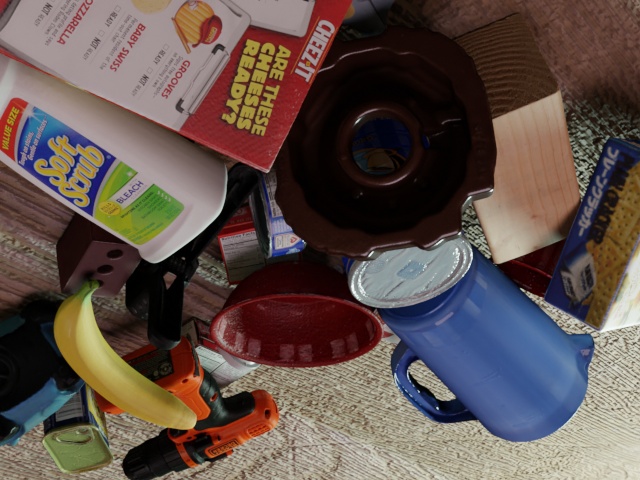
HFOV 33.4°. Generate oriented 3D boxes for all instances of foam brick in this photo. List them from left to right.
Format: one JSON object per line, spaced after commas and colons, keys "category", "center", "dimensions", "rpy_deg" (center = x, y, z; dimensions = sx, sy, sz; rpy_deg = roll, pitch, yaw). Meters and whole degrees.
{"category": "foam brick", "center": [-0.188, 0.005, 0.919], "dimensions": [0.052, 0.051, 0.078], "rpy_deg": [9, 138, -32]}

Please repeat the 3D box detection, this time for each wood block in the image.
{"category": "wood block", "center": [0.159, -0.079, 0.907], "dimensions": [0.090, 0.091, 0.206], "rpy_deg": [-21, 145, 7]}

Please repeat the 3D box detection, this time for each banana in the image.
{"category": "banana", "center": [-0.184, 0.113, 0.958], "dimensions": [0.070, 0.037, 0.197], "rpy_deg": [-7, 133, 27]}

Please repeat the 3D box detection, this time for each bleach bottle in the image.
{"category": "bleach bottle", "center": [-0.192, -0.076, 0.777], "dimensions": [0.250, 0.068, 0.103], "rpy_deg": [31, 132, -32]}

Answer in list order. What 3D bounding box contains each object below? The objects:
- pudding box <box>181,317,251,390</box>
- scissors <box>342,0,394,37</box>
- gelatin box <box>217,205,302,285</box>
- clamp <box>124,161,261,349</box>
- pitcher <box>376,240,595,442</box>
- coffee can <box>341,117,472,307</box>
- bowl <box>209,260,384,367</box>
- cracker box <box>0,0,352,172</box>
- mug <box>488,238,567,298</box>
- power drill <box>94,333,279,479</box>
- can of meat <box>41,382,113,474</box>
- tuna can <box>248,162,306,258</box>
{"category": "pudding box", "center": [-0.141, 0.134, 1.129], "dimensions": [0.114, 0.039, 0.089], "rpy_deg": [-35, 139, 21]}
{"category": "scissors", "center": [0.055, -0.169, 0.806], "dimensions": [0.096, 0.016, 0.201], "rpy_deg": [-32, 142, 24]}
{"category": "gelatin box", "center": [-0.056, 0.001, 0.985], "dimensions": [0.073, 0.030, 0.089], "rpy_deg": [-12, 146, -4]}
{"category": "clamp", "center": [-0.119, 0.012, 0.905], "dimensions": [0.036, 0.164, 0.210], "rpy_deg": [32, 167, -17]}
{"category": "pitcher", "center": [0.148, 0.098, 1.048], "dimensions": [0.242, 0.145, 0.149], "rpy_deg": [42, 72, -41]}
{"category": "coffee can", "center": [0.057, -0.030, 0.890], "dimensions": [0.102, 0.140, 0.103], "rpy_deg": [-11, 145, -8]}
{"category": "bowl", "center": [-0.022, 0.063, 0.996], "dimensions": [0.162, 0.055, 0.162], "rpy_deg": [0, 151, 0]}
{"category": "cracker box", "center": [-0.094, -0.158, 0.640], "dimensions": [0.213, 0.072, 0.164], "rpy_deg": [22, 98, -33]}
{"category": "mug", "center": [0.215, 0.004, 1.040], "dimensions": [0.093, 0.081, 0.117], "rpy_deg": [32, 168, -22]}
{"category": "power drill", "center": [-0.155, 0.178, 1.101], "dimensions": [0.184, 0.057, 0.187], "rpy_deg": [-26, 143, 7]}
{"category": "can of meat", "center": [-0.255, 0.182, 1.109], "dimensions": [0.057, 0.084, 0.102], "rpy_deg": [-13, 145, -4]}
{"category": "tuna can", "center": [-0.038, -0.030, 0.902], "dimensions": [0.033, 0.086, 0.086], "rpy_deg": [-11, 145, -11]}
